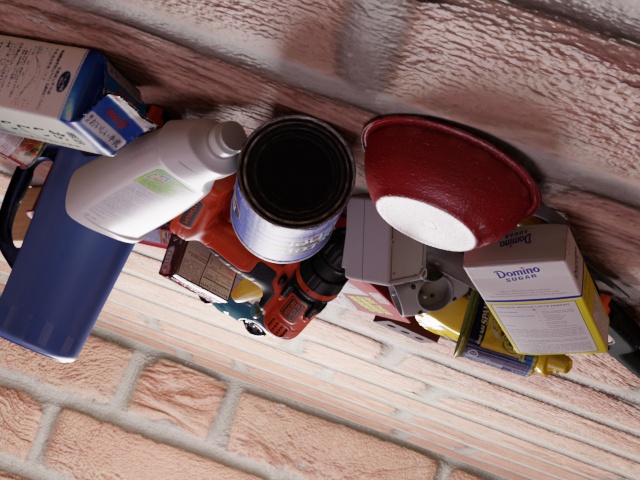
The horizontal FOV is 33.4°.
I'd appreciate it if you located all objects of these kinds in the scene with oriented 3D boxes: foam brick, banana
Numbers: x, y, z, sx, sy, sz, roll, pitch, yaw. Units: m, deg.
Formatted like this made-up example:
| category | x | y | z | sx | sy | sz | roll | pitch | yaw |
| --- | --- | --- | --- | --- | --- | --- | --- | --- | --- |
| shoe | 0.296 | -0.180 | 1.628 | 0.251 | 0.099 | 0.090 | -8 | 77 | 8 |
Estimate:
| category | x | y | z | sx | sy | sz | roll | pitch | yaw |
| --- | --- | --- | --- | --- | --- | --- | --- | --- | --- |
| foam brick | 0.118 | 0.097 | 1.386 | 0.078 | 0.051 | 0.053 | 25 | 166 | -18 |
| banana | -0.019 | 0.049 | 1.343 | 0.198 | 0.069 | 0.037 | 2 | 147 | 25 |

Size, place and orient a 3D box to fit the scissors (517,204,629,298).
| category | x | y | z | sx | sy | sz | roll | pitch | yaw |
| --- | --- | --- | --- | --- | --- | --- | --- | --- | --- |
| scissors | 0.215 | 0.010 | 1.000 | 0.096 | 0.016 | 0.201 | 8 | 160 | 37 |

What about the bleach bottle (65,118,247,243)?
| category | x | y | z | sx | sy | sz | roll | pitch | yaw |
| --- | --- | --- | --- | --- | --- | --- | --- | --- | --- |
| bleach bottle | -0.149 | -0.063 | 1.038 | 0.102 | 0.068 | 0.251 | 23 | 154 | -34 |

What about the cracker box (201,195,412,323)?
| category | x | y | z | sx | sy | sz | roll | pitch | yaw |
| --- | --- | --- | --- | --- | --- | --- | --- | --- | --- |
| cracker box | -0.007 | 0.018 | 1.232 | 0.214 | 0.072 | 0.164 | 11 | 164 | 29 |

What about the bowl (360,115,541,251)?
| category | x | y | z | sx | sy | sz | roll | pitch | yaw |
| --- | --- | --- | --- | --- | --- | --- | --- | --- | --- |
| bowl | 0.098 | -0.036 | 0.885 | 0.162 | 0.055 | 0.162 | 23 | 162 | 7 |

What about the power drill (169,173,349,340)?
| category | x | y | z | sx | sy | sz | roll | pitch | yaw |
| --- | --- | --- | --- | --- | --- | --- | --- | --- | --- |
| power drill | -0.057 | 0.001 | 1.108 | 0.187 | 0.057 | 0.185 | 42 | 134 | 4 |

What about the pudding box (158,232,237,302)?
| category | x | y | z | sx | sy | sz | roll | pitch | yaw |
| --- | --- | --- | --- | --- | --- | --- | --- | --- | --- |
| pudding box | -0.136 | 0.008 | 1.283 | 0.039 | 0.113 | 0.089 | 2 | 157 | 44 |

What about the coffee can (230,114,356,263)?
| category | x | y | z | sx | sy | sz | roll | pitch | yaw |
| --- | --- | --- | --- | --- | --- | --- | --- | --- | --- |
| coffee can | -0.028 | -0.043 | 0.968 | 0.103 | 0.103 | 0.140 | 21 | 166 | -2 |

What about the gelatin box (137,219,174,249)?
| category | x | y | z | sx | sy | sz | roll | pitch | yaw |
| --- | --- | --- | --- | --- | --- | --- | --- | --- | --- |
| gelatin box | -0.178 | -0.017 | 1.331 | 0.073 | 0.030 | 0.089 | 11 | -157 | 34 |

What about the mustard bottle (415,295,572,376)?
| category | x | y | z | sx | sy | sz | roll | pitch | yaw |
| --- | --- | --- | --- | --- | --- | --- | --- | --- | --- |
| mustard bottle | 0.204 | 0.109 | 1.233 | 0.192 | 0.058 | 0.096 | 23 | 171 | 37 |

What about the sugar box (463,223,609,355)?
| category | x | y | z | sx | sy | sz | roll | pitch | yaw |
| --- | --- | --- | --- | --- | --- | --- | --- | --- | --- |
| sugar box | 0.202 | 0.048 | 0.984 | 0.093 | 0.048 | 0.176 | -4 | 144 | 25 |

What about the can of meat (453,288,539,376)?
| category | x | y | z | sx | sy | sz | roll | pitch | yaw |
| --- | --- | --- | --- | --- | --- | --- | --- | --- | --- |
| can of meat | 0.198 | 0.089 | 1.151 | 0.084 | 0.102 | 0.057 | 17 | 165 | 5 |

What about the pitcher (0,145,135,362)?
| category | x | y | z | sx | sy | sz | roll | pitch | yaw |
| --- | --- | --- | --- | --- | --- | --- | --- | --- | --- |
| pitcher | -0.300 | 0.010 | 1.257 | 0.144 | 0.243 | 0.149 | 29 | 170 | -39 |

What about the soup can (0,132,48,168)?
| category | x | y | z | sx | sy | sz | roll | pitch | yaw |
| --- | --- | --- | --- | --- | --- | --- | --- | --- | --- |
| soup can | -0.352 | -0.130 | 1.160 | 0.102 | 0.068 | 0.069 | 30 | 163 | -33 |
